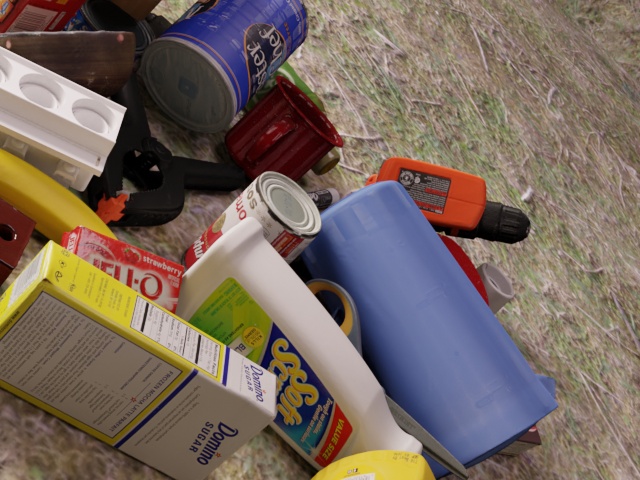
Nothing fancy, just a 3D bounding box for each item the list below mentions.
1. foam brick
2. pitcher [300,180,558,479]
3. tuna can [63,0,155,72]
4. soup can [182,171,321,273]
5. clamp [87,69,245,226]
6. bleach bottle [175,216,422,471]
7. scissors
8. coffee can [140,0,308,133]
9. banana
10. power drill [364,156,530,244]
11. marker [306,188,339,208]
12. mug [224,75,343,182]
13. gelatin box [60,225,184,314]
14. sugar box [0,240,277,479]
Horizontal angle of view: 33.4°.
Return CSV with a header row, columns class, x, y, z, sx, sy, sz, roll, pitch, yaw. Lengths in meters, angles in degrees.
class,x,y,z,sx,sy,sz,roll,pitch,yaw
foam brick,-0.232,-0.002,0.681,0.078,0.051,0.053,36,30,-20
pitcher,0.074,0.079,0.901,0.243,0.145,0.149,58,22,11
tuna can,-0.199,-0.195,1.004,0.086,0.034,0.086,34,30,-23
soup can,-0.056,0.001,0.868,0.068,0.102,0.068,34,30,-23
clamp,-0.152,-0.076,0.904,0.164,0.036,0.209,47,26,-7
bleach bottle,-0.003,0.106,0.800,0.251,0.103,0.068,46,31,1
scissors,0.043,0.100,0.840,0.202,0.096,0.016,24,-2,16
coffee can,-0.089,-0.184,1.013,0.103,0.103,0.140,42,54,-8
banana,-0.215,-0.027,0.756,0.197,0.037,0.069,29,37,-30
power drill,0.128,-0.035,1.090,0.184,0.057,0.187,12,-3,7
marker,-0.018,-0.038,1.065,0.020,0.020,0.120,53,28,13
mug,-0.040,-0.096,1.021,0.093,0.081,0.117,47,14,-2
gelatin box,-0.143,0.039,0.742,0.089,0.030,0.073,26,61,-35
sugar box,-0.123,0.083,0.676,0.176,0.093,0.048,34,30,-25
